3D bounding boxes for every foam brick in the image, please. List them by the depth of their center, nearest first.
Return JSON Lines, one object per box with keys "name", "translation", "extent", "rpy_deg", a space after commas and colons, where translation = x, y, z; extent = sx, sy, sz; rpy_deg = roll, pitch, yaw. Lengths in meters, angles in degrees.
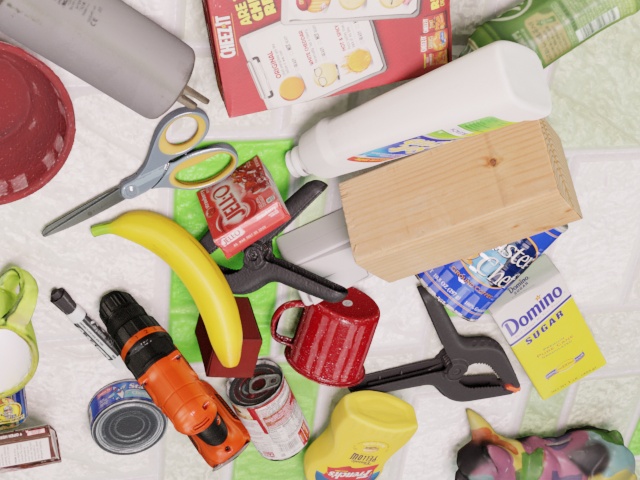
{"name": "foam brick", "translation": [-0.097, 0.100, 1.119], "extent": [0.051, 0.078, 0.053], "rpy_deg": [6, 122, -20]}

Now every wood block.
{"name": "wood block", "translation": [0.134, -0.039, 1.033], "extent": [0.206, 0.091, 0.090], "rpy_deg": [-20, 157, 22]}

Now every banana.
{"name": "banana", "translation": [-0.133, 0.036, 1.048], "extent": [0.070, 0.037, 0.198], "rpy_deg": [-43, 94, 20]}

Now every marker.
{"name": "marker", "translation": [-0.239, 0.090, 1.102], "extent": [0.020, 0.020, 0.121], "rpy_deg": [-31, 128, 5]}

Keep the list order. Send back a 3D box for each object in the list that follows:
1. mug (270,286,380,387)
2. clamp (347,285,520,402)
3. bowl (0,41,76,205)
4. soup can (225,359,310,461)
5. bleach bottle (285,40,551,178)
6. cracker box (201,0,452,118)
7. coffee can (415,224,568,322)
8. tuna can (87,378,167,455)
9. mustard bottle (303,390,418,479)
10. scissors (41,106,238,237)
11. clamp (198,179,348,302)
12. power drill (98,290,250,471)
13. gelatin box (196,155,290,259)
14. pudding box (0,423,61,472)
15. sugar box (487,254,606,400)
{"name": "mug", "translation": [0.004, 0.095, 1.148], "extent": [0.117, 0.093, 0.081], "rpy_deg": [15, 115, -7]}
{"name": "clamp", "translation": [0.155, 0.135, 1.252], "extent": [0.209, 0.036, 0.165], "rpy_deg": [14, 121, -23]}
{"name": "bowl", "translation": [-0.295, -0.110, 0.919], "extent": [0.162, 0.055, 0.162], "rpy_deg": [-9, 126, -12]}
{"name": "soup can", "translation": [-0.058, 0.193, 1.204], "extent": [0.068, 0.068, 0.102], "rpy_deg": [-24, 128, -1]}
{"name": "bleach bottle", "translation": [0.078, -0.109, 0.990], "extent": [0.251, 0.068, 0.102], "rpy_deg": [-18, 170, 33]}
{"name": "cracker box", "translation": [0.004, -0.214, 0.936], "extent": [0.213, 0.072, 0.164], "rpy_deg": [-13, 127, -8]}
{"name": "coffee can", "translation": [0.175, 0.001, 1.123], "extent": [0.102, 0.103, 0.140], "rpy_deg": [30, 110, -33]}
{"name": "tuna can", "translation": [-0.212, 0.196, 1.176], "extent": [0.086, 0.034, 0.086], "rpy_deg": [-9, 126, -12]}
{"name": "mustard bottle", "translation": [0.033, 0.258, 1.273], "extent": [0.096, 0.058, 0.192], "rpy_deg": [11, 132, -23]}
{"name": "scissors", "translation": [-0.178, -0.068, 1.013], "extent": [0.201, 0.016, 0.096], "rpy_deg": [-15, 126, -8]}
{"name": "clamp", "translation": [-0.057, 0.001, 1.056], "extent": [0.172, 0.039, 0.120], "rpy_deg": [0, 92, 16]}
{"name": "power drill", "translation": [-0.150, 0.149, 1.103], "extent": [0.057, 0.185, 0.187], "rpy_deg": [-37, 147, -6]}
{"name": "gelatin box", "translation": [-0.075, -0.034, 1.024], "extent": [0.073, 0.089, 0.030], "rpy_deg": [-31, 128, 5]}
{"name": "pudding box", "translation": [-0.321, 0.222, 1.119], "extent": [0.090, 0.039, 0.114], "rpy_deg": [-9, 166, -13]}
{"name": "sugar box", "translation": [0.265, 0.106, 1.263], "extent": [0.093, 0.048, 0.176], "rpy_deg": [-32, 129, 6]}
